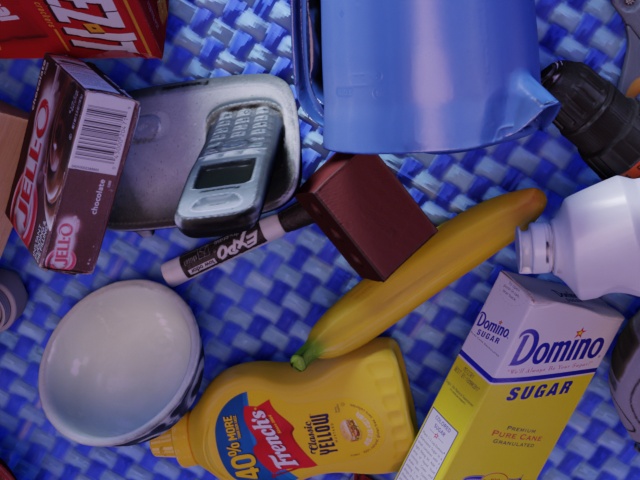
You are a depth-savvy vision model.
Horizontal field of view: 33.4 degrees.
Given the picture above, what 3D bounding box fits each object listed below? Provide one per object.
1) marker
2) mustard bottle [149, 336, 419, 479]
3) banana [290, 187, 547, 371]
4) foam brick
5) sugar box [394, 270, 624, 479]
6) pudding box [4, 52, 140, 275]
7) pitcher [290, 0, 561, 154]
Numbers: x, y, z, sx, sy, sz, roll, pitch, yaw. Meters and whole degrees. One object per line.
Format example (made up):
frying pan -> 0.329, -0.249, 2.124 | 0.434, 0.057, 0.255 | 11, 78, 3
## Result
marker -> -0.055, 0.001, 0.745 | 0.121, 0.020, 0.020 | -24, 105, 12
mustard bottle -> -0.030, 0.131, 0.766 | 0.192, 0.058, 0.096 | -11, 113, 9
banana -> 0.066, 0.027, 0.717 | 0.198, 0.069, 0.037 | -37, 102, 5
foam brick -> 0.029, -0.019, 0.705 | 0.051, 0.053, 0.078 | -41, 101, -10
sugar box -> 0.127, 0.112, 0.727 | 0.093, 0.048, 0.176 | 12, 112, -35
pudding box -> -0.153, -0.048, 0.648 | 0.039, 0.090, 0.113 | 10, 107, -35
pitcher -> 0.051, -0.172, 0.622 | 0.149, 0.145, 0.243 | -4, 100, 1
